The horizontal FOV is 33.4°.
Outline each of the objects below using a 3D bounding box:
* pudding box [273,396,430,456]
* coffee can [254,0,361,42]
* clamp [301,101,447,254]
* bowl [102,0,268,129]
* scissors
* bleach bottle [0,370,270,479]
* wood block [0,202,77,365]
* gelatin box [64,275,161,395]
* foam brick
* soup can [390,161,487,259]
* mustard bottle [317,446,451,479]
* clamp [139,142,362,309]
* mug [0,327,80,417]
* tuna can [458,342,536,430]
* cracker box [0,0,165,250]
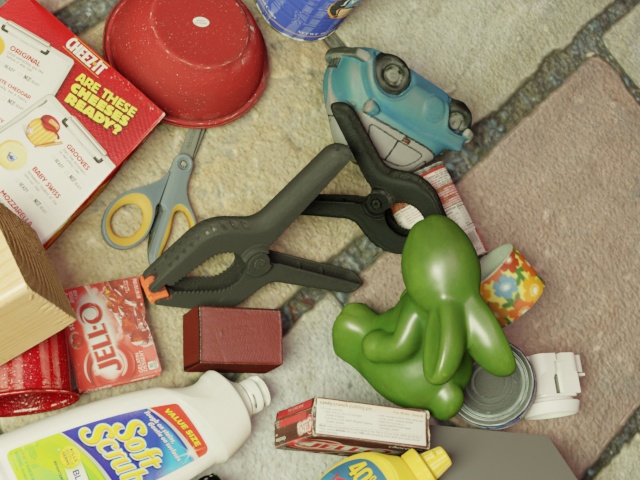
[{"bbox_3d":[0.027,0.167,0.938,0.113,0.090,0.039,9,71,-22],"label":"pudding box"},{"bbox_3d":[0.005,-0.267,1.026,0.102,0.140,0.103,7,72,-22],"label":"coffee can"},{"bbox_3d":[0.044,-0.034,0.994,0.171,0.120,0.039,41,29,-1],"label":"clamp"},{"bbox_3d":[-0.118,-0.187,0.990,0.162,0.055,0.162,7,67,-18],"label":"bowl"},{"bbox_3d":[-0.146,-0.065,0.973,0.096,0.016,0.202,9,71,-21],"label":"scissors"},{"bbox_3d":[-0.156,0.164,0.876,0.250,0.068,0.102,-22,85,-29],"label":"bleach bottle"},{"bbox_3d":[-0.296,0.063,0.769,0.206,0.091,0.090,-30,68,-1],"label":"wood block"},{"bbox_3d":[-0.182,0.081,0.906,0.073,0.030,0.089,-11,79,-25],"label":"gelatin box"},{"bbox_3d":[-0.077,0.087,0.937,0.078,0.053,0.051,5,73,-23],"label":"foam brick"},{"bbox_3d":[0.112,-0.017,1.041,0.068,0.069,0.102,-24,86,-27],"label":"soup can"},{"bbox_3d":[0.026,0.231,0.887,0.191,0.096,0.058,-32,130,-6],"label":"mustard bottle"},{"bbox_3d":[-0.056,0.001,0.940,0.209,0.164,0.036,-14,38,-19],"label":"clamp"},{"bbox_3d":[-0.253,0.093,0.848,0.117,0.093,0.081,-13,72,11],"label":"mug"},{"bbox_3d":[0.161,0.136,1.013,0.086,0.033,0.086,-3,76,13],"label":"tuna can"},{"bbox_3d":[-0.263,-0.078,0.895,0.164,0.072,0.213,41,62,-8],"label":"cracker box"}]
